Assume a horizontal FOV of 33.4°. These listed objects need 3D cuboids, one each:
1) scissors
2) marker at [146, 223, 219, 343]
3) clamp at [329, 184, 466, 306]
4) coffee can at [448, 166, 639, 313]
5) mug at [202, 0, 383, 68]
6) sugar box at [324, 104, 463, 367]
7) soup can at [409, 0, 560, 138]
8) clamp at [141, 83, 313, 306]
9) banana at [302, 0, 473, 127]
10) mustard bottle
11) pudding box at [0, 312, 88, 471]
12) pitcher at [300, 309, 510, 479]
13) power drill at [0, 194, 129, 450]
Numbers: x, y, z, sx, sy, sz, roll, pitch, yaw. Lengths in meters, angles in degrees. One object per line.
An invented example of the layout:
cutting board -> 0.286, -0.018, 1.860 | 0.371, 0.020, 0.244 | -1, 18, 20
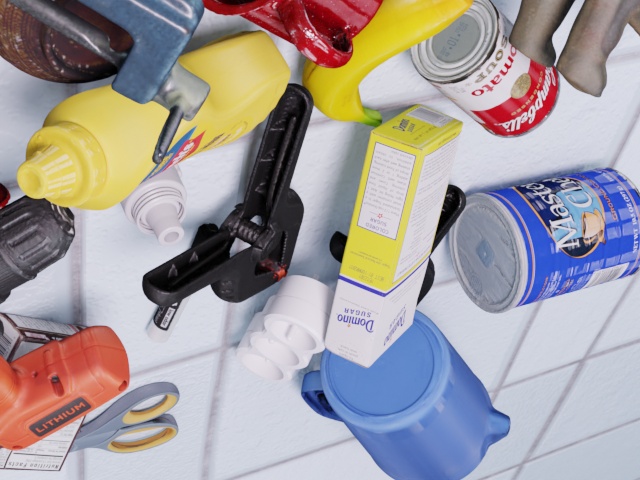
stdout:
scissors -> -0.201, 0.158, 0.899 | 0.201, 0.016, 0.096 | 2, 132, -41
marker -> -0.103, 0.033, 0.811 | 0.020, 0.020, 0.121 | -1, 136, -37
clamp -> 0.055, 0.025, 0.906 | 0.120, 0.039, 0.171 | -13, 143, -18
coffee can -> 0.197, -0.002, 0.922 | 0.140, 0.103, 0.103 | -13, 142, -25
mug -> -0.011, -0.143, 0.573 | 0.093, 0.117, 0.081 | -33, 153, 25
sugar box -> 0.053, -0.004, 0.784 | 0.093, 0.048, 0.176 | -34, 143, -58
soup can -> 0.115, -0.120, 0.738 | 0.069, 0.068, 0.102 | -42, 144, 16
clamp -> -0.055, 0.001, 0.739 | 0.164, 0.036, 0.210 | -53, 166, -17
banana -> 0.029, -0.114, 0.657 | 0.069, 0.037, 0.198 | -7, 169, -14
mustard bottle -> -0.095, -0.061, 0.577 | 0.096, 0.058, 0.191 | -29, -174, 32
pudding box -> -0.214, 0.114, 0.786 | 0.089, 0.039, 0.113 | 16, 106, -49
pitcher -> 0.068, 0.140, 0.961 | 0.149, 0.145, 0.242 | -37, 154, -1
power drill -> -0.193, 0.056, 0.643 | 0.184, 0.057, 0.187 | -28, 148, 8
